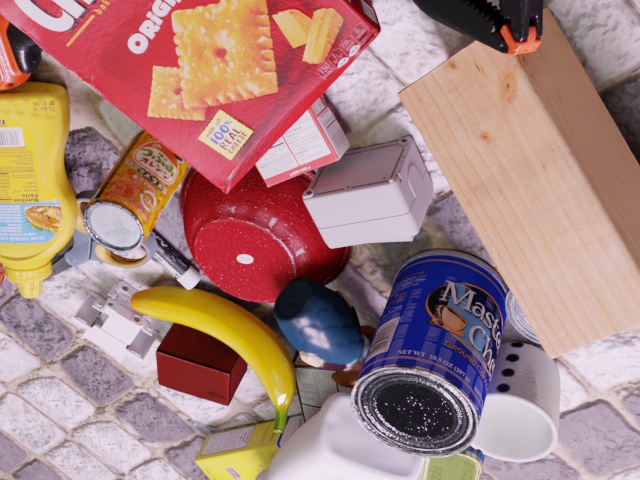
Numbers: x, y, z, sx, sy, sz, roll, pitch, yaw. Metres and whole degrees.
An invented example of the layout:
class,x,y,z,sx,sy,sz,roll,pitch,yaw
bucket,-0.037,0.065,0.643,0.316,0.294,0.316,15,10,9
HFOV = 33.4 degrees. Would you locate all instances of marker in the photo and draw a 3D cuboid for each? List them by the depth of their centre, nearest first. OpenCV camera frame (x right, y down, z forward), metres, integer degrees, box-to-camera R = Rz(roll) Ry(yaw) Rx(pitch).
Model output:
class,x,y,z,sx,sy,sz,roll,pitch,yaw
marker,-0.159,-0.001,0.983,0.121,0.020,0.020,44,131,-17

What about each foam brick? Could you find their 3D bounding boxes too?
class,x,y,z,sx,sy,sz,roll,pitch,yaw
foam brick,-0.115,0.118,1.046,0.078,0.051,0.053,16,134,10

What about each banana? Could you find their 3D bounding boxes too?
class,x,y,z,sx,sy,sz,roll,pitch,yaw
banana,-0.089,0.091,0.997,0.198,0.069,0.037,38,165,17

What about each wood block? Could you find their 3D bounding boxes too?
class,x,y,z,sx,sy,sz,roll,pitch,yaw
wood block,0.153,-0.039,0.716,0.090,0.090,0.206,-31,89,39

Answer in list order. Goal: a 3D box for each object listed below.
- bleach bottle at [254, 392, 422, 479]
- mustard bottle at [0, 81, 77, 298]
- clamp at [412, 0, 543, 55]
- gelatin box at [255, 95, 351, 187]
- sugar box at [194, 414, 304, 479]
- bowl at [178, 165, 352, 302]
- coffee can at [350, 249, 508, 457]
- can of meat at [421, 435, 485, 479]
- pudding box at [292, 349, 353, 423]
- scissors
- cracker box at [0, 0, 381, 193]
class,x,y,z,sx,sy,sz,roll,pitch,yaw
bleach bottle,-0.006,0.216,0.994,0.102,0.068,0.251,23,148,-16
mustard bottle,-0.260,-0.039,0.925,0.096,0.058,0.192,0,112,1
clamp,0.066,-0.200,0.650,0.165,0.036,0.210,-26,86,42
gelatin box,-0.029,-0.094,0.831,0.073,0.030,0.089,-19,108,34
sugar box,-0.035,0.234,1.117,0.177,0.048,0.093,-17,121,35
bowl,-0.056,0.001,0.917,0.162,0.055,0.162,12,132,13
coffee can,0.093,0.090,0.872,0.103,0.140,0.103,12,132,13
can of meat,0.127,0.193,0.986,0.057,0.083,0.102,13,133,12
pudding box,0.034,0.143,1.014,0.114,0.039,0.090,3,127,17
scissors,-0.236,-0.001,1.003,0.202,0.016,0.096,-6,128,37
cracker box,-0.089,-0.160,0.724,0.213,0.072,0.164,39,109,-23
